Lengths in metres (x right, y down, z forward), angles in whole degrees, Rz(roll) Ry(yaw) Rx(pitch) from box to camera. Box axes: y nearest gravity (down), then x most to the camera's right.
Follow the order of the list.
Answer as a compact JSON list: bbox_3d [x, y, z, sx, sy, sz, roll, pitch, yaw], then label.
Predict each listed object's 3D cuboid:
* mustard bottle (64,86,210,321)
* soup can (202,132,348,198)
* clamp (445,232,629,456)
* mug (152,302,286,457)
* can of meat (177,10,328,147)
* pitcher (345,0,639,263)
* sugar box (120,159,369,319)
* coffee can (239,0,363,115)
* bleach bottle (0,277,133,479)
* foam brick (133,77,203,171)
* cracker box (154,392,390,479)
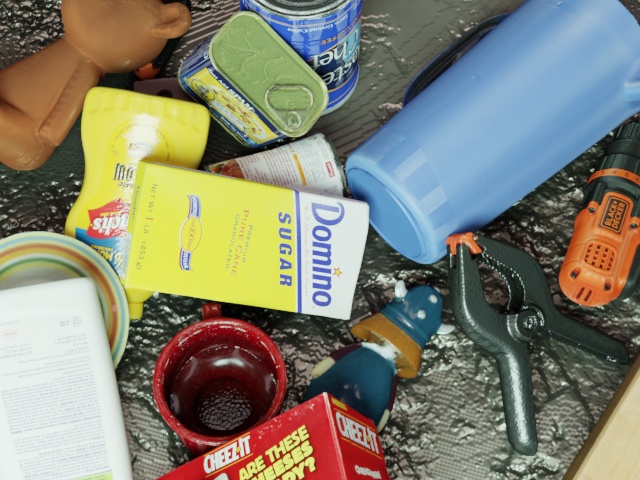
[{"bbox_3d":[-0.146,-0.017,0.823,0.096,0.058,0.191,9,94,-8],"label":"mustard bottle"},{"bbox_3d":[-0.036,-0.042,0.859,0.102,0.068,0.068,-18,65,-10],"label":"soup can"},{"bbox_3d":[0.158,0.060,0.796,0.120,0.039,0.171,-31,99,-24],"label":"clamp"},{"bbox_3d":[-0.072,0.103,0.779,0.093,0.081,0.117,-11,65,-6],"label":"mug"},{"bbox_3d":[-0.056,-0.123,0.848,0.102,0.084,0.057,43,68,-17],"label":"can of meat"},{"bbox_3d":[0.135,-0.097,0.862,0.242,0.149,0.145,-38,89,-14],"label":"pitcher"},{"bbox_3d":[-0.055,0.001,0.798,0.176,0.048,0.093,9,95,-17],"label":"sugar box"},{"bbox_3d":[-0.016,-0.182,0.886,0.103,0.140,0.103,0,64,-1],"label":"coffee can"},{"bbox_3d":[-0.182,0.156,0.729,0.102,0.068,0.251,-9,87,-12],"label":"bleach bottle"},{"bbox_3d":[-0.126,-0.089,0.890,0.053,0.051,0.078,-6,64,-3],"label":"foam brick"},{"bbox_3d":[-0.022,0.229,0.669,0.164,0.072,0.214,-30,51,20],"label":"cracker box"}]
